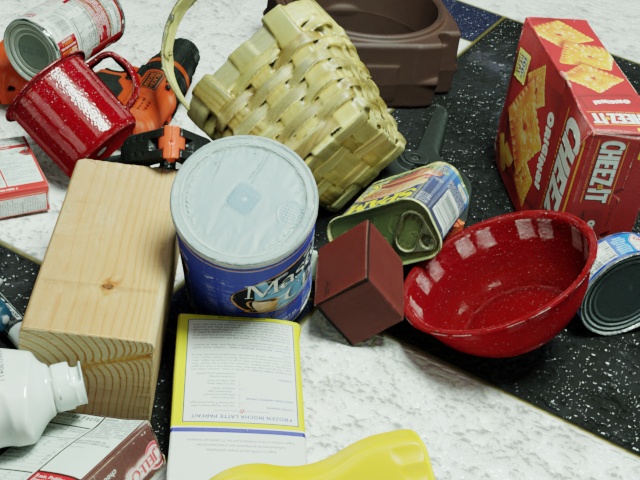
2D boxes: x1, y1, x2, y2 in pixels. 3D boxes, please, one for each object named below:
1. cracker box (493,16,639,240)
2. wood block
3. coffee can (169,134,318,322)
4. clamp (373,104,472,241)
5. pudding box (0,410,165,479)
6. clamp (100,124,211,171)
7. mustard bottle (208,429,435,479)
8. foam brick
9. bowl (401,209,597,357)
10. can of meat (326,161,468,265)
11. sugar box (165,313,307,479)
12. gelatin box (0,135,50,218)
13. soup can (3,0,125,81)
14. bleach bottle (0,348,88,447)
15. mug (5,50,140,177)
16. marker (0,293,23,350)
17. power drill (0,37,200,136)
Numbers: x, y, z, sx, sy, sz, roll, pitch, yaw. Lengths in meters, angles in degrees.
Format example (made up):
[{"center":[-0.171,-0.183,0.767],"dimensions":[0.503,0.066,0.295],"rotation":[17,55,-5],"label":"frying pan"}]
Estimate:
[{"center":[0.225,-0.085,0.976],"dimensions":[0.072,0.164,0.213],"rotation":[2,37,-7],"label":"cracker box"},{"center":[-0.158,0.035,0.798],"dimensions":[0.090,0.090,0.206],"rotation":[7,36,-5],"label":"wood block"},{"center":[-0.055,0.001,0.796],"dimensions":[0.103,0.140,0.103],"rotation":[1,64,-2],"label":"coffee can"},{"center":[0.094,-0.071,1.036],"dimensions":[0.164,0.036,0.210],"rotation":[-12,43,-26],"label":"clamp"},{"center":[-0.165,0.152,0.656],"dimensions":[0.090,0.039,0.113],"rotation":[-2,25,36],"label":"pudding box"},{"center":[-0.123,-0.068,0.922],"dimensions":[0.120,0.039,0.172],"rotation":[-4,-2,-20],"label":"clamp"},{"center":[-0.024,0.177,0.627],"dimensions":[0.191,0.096,0.058],"rotation":[-12,4,-2],"label":"mustard bottle"},{"center":[0.031,0.034,0.855],"dimensions":[0.053,0.051,0.078],"rotation":[-30,29,24],"label":"foam brick"},{"center":[0.147,0.043,0.848],"dimensions":[0.162,0.055,0.162],"rotation":[-22,26,11],"label":"bowl"},{"center":[0.069,-0.020,0.920],"dimensions":[0.102,0.057,0.083],"rotation":[-16,19,35],"label":"can of meat"},{"center":[-0.058,0.126,0.735],"dimensions":[0.093,0.048,0.176],"rotation":[4,40,-6],"label":"sugar box"},{"center":[-0.286,-0.055,0.941],"dimensions":[0.073,0.030,0.089],"rotation":[-12,41,-24],"label":"gelatin box"},{"center":[-0.243,-0.199,1.017],"dimensions":[0.068,0.068,0.102],"rotation":[22,42,17],"label":"soup can"},{"center":[-0.268,0.121,0.649],"dimensions":[0.250,0.068,0.103],"rotation":[-12,37,-13],"label":"bleach bottle"},{"center":[-0.213,-0.119,0.964],"dimensions":[0.081,0.117,0.093],"rotation":[47,1,-1],"label":"mug"},{"center":[-0.255,0.045,0.823],"dimensions":[0.020,0.020,0.121],"rotation":[-23,47,-36],"label":"marker"},{"center":[-0.228,-0.171,1.085],"dimensions":[0.187,0.057,0.184],"rotation":[13,37,5],"label":"power drill"}]
